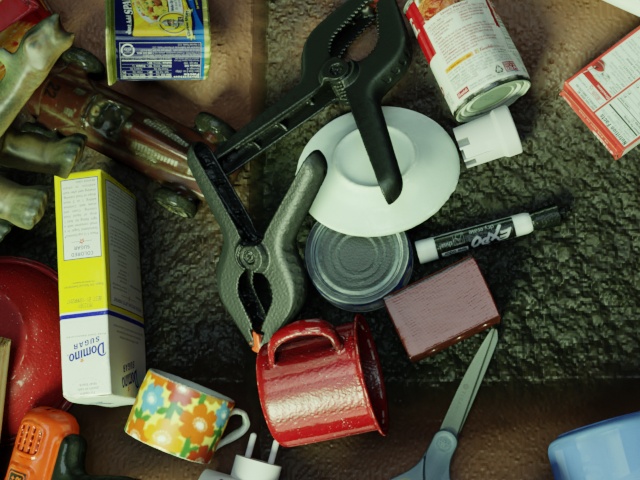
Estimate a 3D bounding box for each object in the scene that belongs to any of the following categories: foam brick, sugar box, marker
[{"bbox_3d":[0.094,0.054,0.823,0.078,0.053,0.051,-26,75,3],"label":"foam brick"},{"bbox_3d":[-0.174,0.041,0.847,0.048,0.093,0.176,-5,77,8],"label":"sugar box"},{"bbox_3d":[0.135,-0.006,0.847,0.121,0.020,0.020,-16,76,5],"label":"marker"}]

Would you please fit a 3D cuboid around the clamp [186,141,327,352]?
[{"bbox_3d":[-0.055,0.001,0.833,0.120,0.039,0.171,18,111,31],"label":"clamp"}]

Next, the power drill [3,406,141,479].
[{"bbox_3d":[-0.175,0.234,0.802,0.188,0.057,0.184,12,87,27],"label":"power drill"}]

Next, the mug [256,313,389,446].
[{"bbox_3d":[-0.002,0.102,0.800,0.081,0.117,0.093,-14,46,10],"label":"mug"}]

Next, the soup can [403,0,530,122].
[{"bbox_3d":[0.118,-0.155,0.857,0.068,0.068,0.102,-24,76,3],"label":"soup can"}]

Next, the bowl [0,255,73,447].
[{"bbox_3d":[-0.273,0.087,0.872,0.162,0.055,0.162,-2,78,8],"label":"bowl"}]

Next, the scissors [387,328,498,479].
[{"bbox_3d":[0.105,0.173,0.814,0.096,0.016,0.201,40,87,13],"label":"scissors"}]

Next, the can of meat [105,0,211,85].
[{"bbox_3d":[-0.136,-0.179,0.888,0.084,0.057,0.102,-2,54,-9],"label":"can of meat"}]

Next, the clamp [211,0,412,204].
[{"bbox_3d":[0.008,-0.124,0.863,0.165,0.036,0.210,5,62,23],"label":"clamp"}]

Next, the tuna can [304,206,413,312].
[{"bbox_3d":[0.031,0.013,0.851,0.086,0.033,0.086,-2,78,8],"label":"tuna can"}]
